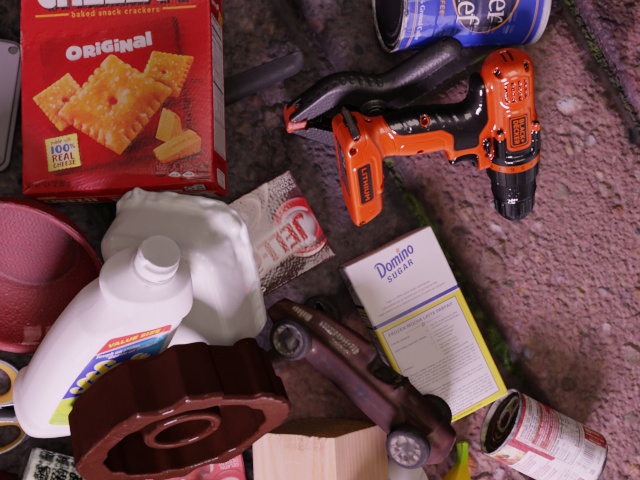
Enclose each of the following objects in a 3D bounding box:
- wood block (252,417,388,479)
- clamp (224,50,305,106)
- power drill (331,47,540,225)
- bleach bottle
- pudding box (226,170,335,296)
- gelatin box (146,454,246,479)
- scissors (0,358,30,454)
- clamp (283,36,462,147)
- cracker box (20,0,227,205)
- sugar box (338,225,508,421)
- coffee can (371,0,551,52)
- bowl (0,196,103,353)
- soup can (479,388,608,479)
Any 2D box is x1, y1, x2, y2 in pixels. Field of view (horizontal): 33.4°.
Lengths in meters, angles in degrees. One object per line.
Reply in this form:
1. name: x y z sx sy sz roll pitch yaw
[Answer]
1. wood block: 0.003 0.267 0.941 0.090 0.090 0.206 -2 89 -56
2. clamp: -0.120 -0.125 0.963 0.164 0.036 0.210 24 85 -2
3. power drill: 0.111 -0.075 0.980 0.187 0.057 0.184 -16 129 -5
4. bleach bottle: -0.168 0.074 0.839 0.102 0.251 0.068 -3 60 -29
5. pudding box: -0.056 0.001 0.975 0.113 0.039 0.090 -30 96 -11
6. gelatin box: -0.110 0.226 0.963 0.089 0.030 0.073 -9 91 -12
7. scissors: -0.232 0.140 0.946 0.201 0.016 0.096 -9 91 -13
8. clamp: 0.053 -0.132 0.977 0.171 0.039 0.120 -5 128 -11
9. cracker box: -0.167 -0.142 0.909 0.164 0.072 0.214 -3 84 4
10. sugar box: 0.096 0.084 1.005 0.093 0.048 0.176 -25 91 -10
11. coffee can: 0.128 -0.229 0.989 0.140 0.103 0.103 -5 90 -13
12. bowl: -0.254 0.019 0.900 0.162 0.055 0.162 2 126 2
13. soup can: 0.213 0.193 1.016 0.102 0.068 0.068 27 83 -11
